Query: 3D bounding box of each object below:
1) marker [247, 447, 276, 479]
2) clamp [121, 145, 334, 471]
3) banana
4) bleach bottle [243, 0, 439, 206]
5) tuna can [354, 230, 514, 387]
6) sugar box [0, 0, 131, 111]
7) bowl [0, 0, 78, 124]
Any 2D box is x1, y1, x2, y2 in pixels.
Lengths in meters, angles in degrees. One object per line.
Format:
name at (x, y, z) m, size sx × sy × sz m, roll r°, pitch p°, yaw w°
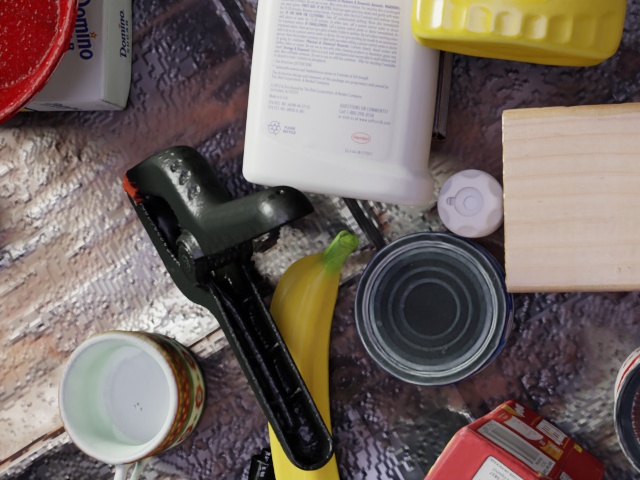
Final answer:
marker at (-0.044, 0.180, 0.619) m, size 0.020 × 0.020 × 0.121 m, roll 14°, pitch 91°, yaw 15°
clamp at (-0.054, 0.001, 0.563) m, size 0.036 × 0.164 × 0.210 m, roll -21°, pitch 44°, yaw -23°
banana at (-0.006, 0.094, 0.591) m, size 0.037 × 0.070 × 0.198 m, roll -1°, pitch 90°, yaw -22°
bleach bottle at (0.024, -0.148, 0.541) m, size 0.102 × 0.068 × 0.251 m, roll 9°, pitch 96°, yaw 6°
tuna can at (0.062, 0.037, 0.588) m, size 0.086 × 0.033 × 0.086 m, roll -1°, pitch 87°, yaw 15°
sugar box at (-0.205, -0.127, 0.663) m, size 0.176 × 0.048 × 0.093 m, roll 2°, pitch 89°, yaw 12°
bowl at (-0.201, -0.134, 0.609) m, size 0.162 × 0.055 × 0.162 m, roll 0°, pitch 89°, yaw 13°
